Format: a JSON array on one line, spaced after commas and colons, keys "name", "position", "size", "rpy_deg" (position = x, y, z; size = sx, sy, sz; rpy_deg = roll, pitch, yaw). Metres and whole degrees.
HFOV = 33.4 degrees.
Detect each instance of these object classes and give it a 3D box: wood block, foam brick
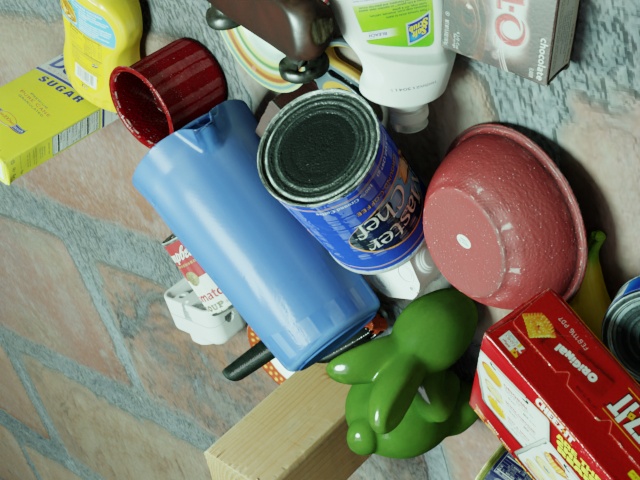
[{"name": "wood block", "position": [-0.010, 0.203, 1.115], "size": [0.091, 0.205, 0.090], "rpy_deg": [24, 139, 37]}, {"name": "foam brick", "position": [-0.011, -0.097, 0.962], "size": [0.078, 0.051, 0.053], "rpy_deg": [47, 148, 8]}]

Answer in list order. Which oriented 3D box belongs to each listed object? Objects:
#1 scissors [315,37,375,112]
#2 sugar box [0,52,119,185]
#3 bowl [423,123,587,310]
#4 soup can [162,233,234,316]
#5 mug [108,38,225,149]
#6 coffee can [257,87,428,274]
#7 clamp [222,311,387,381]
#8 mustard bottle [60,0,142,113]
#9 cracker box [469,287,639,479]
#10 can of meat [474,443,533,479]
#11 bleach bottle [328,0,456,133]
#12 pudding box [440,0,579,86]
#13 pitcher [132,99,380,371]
[{"name": "scissors", "position": [-0.016, -0.161, 0.938], "size": [0.202, 0.016, 0.096], "rpy_deg": [30, 142, 31]}, {"name": "sugar box", "position": [-0.303, -0.141, 1.170], "size": [0.093, 0.176, 0.048], "rpy_deg": [40, 148, 17]}, {"name": "bowl", "position": [0.131, -0.007, 0.838], "size": [0.162, 0.055, 0.162], "rpy_deg": [38, 140, 40]}, {"name": "soup can", "position": [-0.124, 0.027, 1.215], "size": [0.102, 0.068, 0.069], "rpy_deg": [57, 148, -10]}, {"name": "mug", "position": [-0.143, -0.138, 1.060], "size": [0.093, 0.081, 0.117], "rpy_deg": [-6, 117, 54]}, {"name": "coffee can", "position": [0.024, -0.045, 0.871], "size": [0.103, 0.103, 0.140], "rpy_deg": [29, 171, 32]}, {"name": "clamp", "position": [-0.023, 0.068, 1.124], "size": [0.210, 0.036, 0.164], "rpy_deg": [-4, 85, 38]}, {"name": "mustard bottle", "position": [-0.225, -0.226, 1.098], "size": [0.096, 0.058, 0.192], "rpy_deg": [38, 146, 20]}, {"name": "cracker box", "position": [0.200, 0.147, 0.847], "size": [0.164, 0.072, 0.213], "rpy_deg": [50, 169, 20]}, {"name": "can of meat", "position": [0.194, 0.258, 1.055], "size": [0.084, 0.057, 0.102], "rpy_deg": [35, 145, 19]}, {"name": "bleach bottle", "position": [0.041, -0.188, 0.769], "size": [0.102, 0.068, 0.251], "rpy_deg": [-7, 127, 7]}, {"name": "pudding box", "position": [0.129, -0.172, 0.722], "size": [0.090, 0.039, 0.113], "rpy_deg": [29, 142, 31]}, {"name": "pitcher", "position": [-0.057, 0.001, 1.006], "size": [0.145, 0.149, 0.243], "rpy_deg": [-42, 79, 27]}]
